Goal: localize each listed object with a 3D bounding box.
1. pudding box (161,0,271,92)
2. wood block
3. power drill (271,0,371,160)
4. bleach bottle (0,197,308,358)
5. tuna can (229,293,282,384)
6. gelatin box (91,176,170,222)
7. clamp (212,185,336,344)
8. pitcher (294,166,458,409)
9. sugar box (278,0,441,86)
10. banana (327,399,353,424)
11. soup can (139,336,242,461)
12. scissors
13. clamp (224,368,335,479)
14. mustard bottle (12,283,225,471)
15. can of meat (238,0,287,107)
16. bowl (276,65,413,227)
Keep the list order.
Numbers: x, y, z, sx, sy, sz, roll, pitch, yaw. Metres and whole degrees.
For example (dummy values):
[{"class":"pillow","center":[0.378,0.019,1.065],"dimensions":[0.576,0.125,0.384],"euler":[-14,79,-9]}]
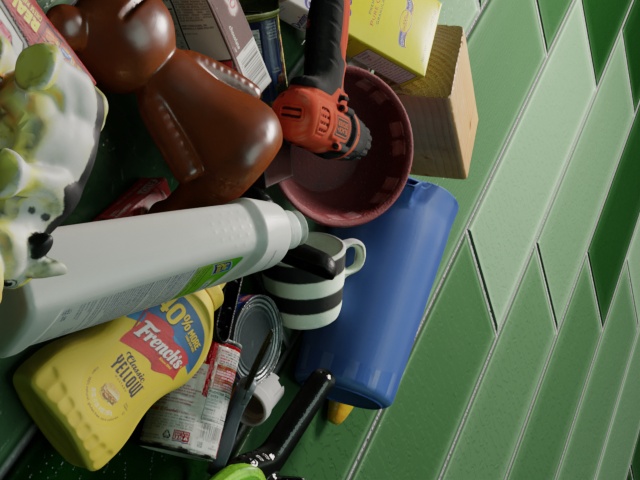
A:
[{"class":"pudding box","center":[-0.103,-0.165,0.878],"dimensions":[0.039,0.090,0.113],"euler":[-58,140,-38]},{"class":"wood block","center":[0.124,-0.156,1.228],"dimensions":[0.206,0.090,0.091],"euler":[60,40,-65]},{"class":"power drill","center":[0.018,-0.167,0.964],"dimensions":[0.184,0.057,0.187],"euler":[8,90,-72]},{"class":"bleach bottle","center":[-0.118,0.016,0.776],"dimensions":[0.250,0.103,0.068],"euler":[-13,74,-39]},{"class":"tuna can","center":[-0.072,0.093,1.012],"dimensions":[0.086,0.034,0.086],"euler":[-10,101,-60]},{"class":"gelatin box","center":[-0.144,0.002,0.881],"dimensions":[0.073,0.030,0.089],"euler":[-49,134,-47]},{"class":"clamp","center":[-0.056,0.001,0.924],"dimensions":[0.039,0.120,0.171],"euler":[66,5,-51]},{"class":"pitcher","center":[0.056,0.055,1.155],"dimensions":[0.149,0.145,0.242],"euler":[34,66,-43]},{"class":"sugar box","center":[0.037,-0.238,1.083],"dimensions":[0.176,0.048,0.093],"euler":[24,69,-29]},{"class":"banana","center":[0.059,0.137,1.243],"dimensions":[0.197,0.037,0.069],"euler":[-40,126,-52]},{"class":"soup can","center":[-0.111,0.132,0.913],"dimensions":[0.068,0.069,0.102],"euler":[35,63,-56]},{"class":"scissors","center":[-0.071,0.147,0.918],"dimensions":[0.202,0.016,0.096],"euler":[121,-13,-66]},{"class":"clamp","center":[-0.056,0.237,1.033],"dimensions":[0.209,0.036,0.165],"euler":[-38,143,-42]},{"class":"mustard bottle","center":[-0.139,0.080,0.827],"dimensions":[0.191,0.058,0.096],"euler":[-44,118,-33]},{"class":"can of meat","center":[-0.060,-0.170,0.958],"dimensions":[0.102,0.057,0.084],"euler":[-97,179,-68]},{"class":"bowl","center":[0.012,-0.094,1.078],"dimensions":[0.161,0.055,0.162],"euler":[-1,93,-25]}]
